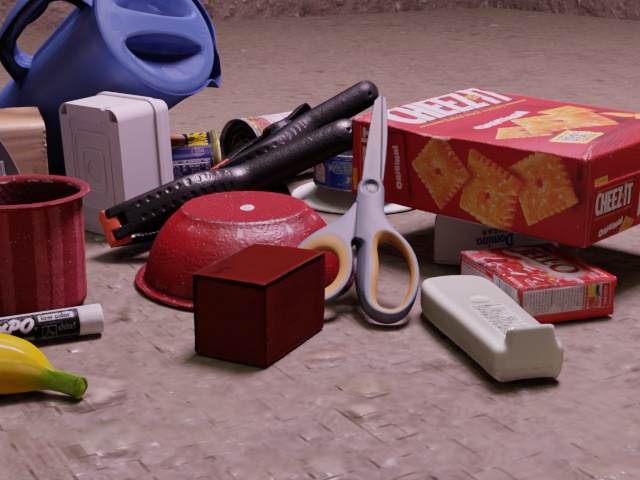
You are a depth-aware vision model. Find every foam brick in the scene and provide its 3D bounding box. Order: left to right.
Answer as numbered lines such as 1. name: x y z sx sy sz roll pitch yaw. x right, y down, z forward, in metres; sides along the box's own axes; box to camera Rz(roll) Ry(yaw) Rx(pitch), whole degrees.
1. foam brick: -0.037 0.037 0.659 0.053 0.051 0.078 7 18 27

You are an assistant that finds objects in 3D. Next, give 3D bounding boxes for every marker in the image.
1. marker: -0.195 0.056 0.655 0.121 0.020 0.020 -7 18 -22

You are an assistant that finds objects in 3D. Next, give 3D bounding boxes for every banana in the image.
1. banana: -0.223 0.079 0.546 0.197 0.037 0.070 -13 20 -37

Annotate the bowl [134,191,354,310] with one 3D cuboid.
1. bowl: -0.055 0.001 0.779 0.162 0.055 0.162 0 17 0

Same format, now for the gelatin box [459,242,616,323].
1. gelatin box: 0.146 0.028 0.728 0.073 0.030 0.089 -5 17 -17

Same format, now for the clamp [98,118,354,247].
1. clamp: -0.081 -0.035 0.881 0.209 0.036 0.165 -20 -10 -21

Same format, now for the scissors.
1. scissors: 0.017 -0.025 0.745 0.096 0.016 0.202 -8 52 -4

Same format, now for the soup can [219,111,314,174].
1. soup can: -0.044 -0.097 1.090 0.102 0.068 0.069 -15 22 -42

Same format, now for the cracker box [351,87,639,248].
1. cracker box: 0.154 -0.064 0.814 0.163 0.072 0.214 -18 25 -42

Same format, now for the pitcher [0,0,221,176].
1. pitcher: -0.227 -0.156 1.025 0.243 0.149 0.144 -27 3 42

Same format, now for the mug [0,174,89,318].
1. mug: -0.212 0.006 0.714 0.117 0.081 0.093 -5 17 -17

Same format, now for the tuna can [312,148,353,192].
1. tuna can: 0.035 -0.071 0.985 0.086 0.034 0.086 -1 18 0

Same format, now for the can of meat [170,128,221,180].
1. can of meat: -0.138 -0.071 1.025 0.084 0.057 0.102 -5 16 -7

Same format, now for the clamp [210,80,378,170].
1. clamp: -0.025 -0.097 0.980 0.120 0.039 0.171 -24 15 49

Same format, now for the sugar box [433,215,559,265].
1. sugar box: 0.153 -0.023 0.876 0.093 0.048 0.176 4 16 14
